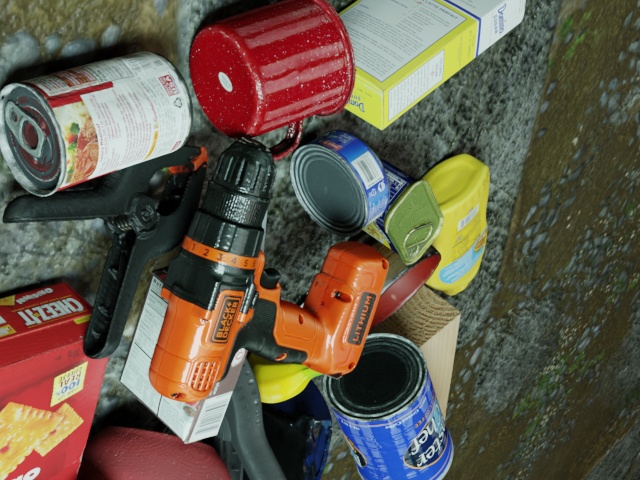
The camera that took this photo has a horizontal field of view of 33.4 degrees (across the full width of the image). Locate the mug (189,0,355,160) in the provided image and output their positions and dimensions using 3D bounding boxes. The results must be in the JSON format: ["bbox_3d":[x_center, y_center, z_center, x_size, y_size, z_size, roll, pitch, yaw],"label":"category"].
[{"bbox_3d":[-0.036,-0.109,0.743,0.081,0.093,0.117,-25,132,-34],"label":"mug"}]

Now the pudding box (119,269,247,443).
[{"bbox_3d":[-0.107,0.090,0.846,0.039,0.090,0.114,-9,128,-50],"label":"pudding box"}]

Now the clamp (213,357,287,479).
[{"bbox_3d":[-0.076,0.155,0.906,0.036,0.165,0.210,-20,96,-27],"label":"clamp"}]

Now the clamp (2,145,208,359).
[{"bbox_3d":[-0.128,-0.004,0.720,0.171,0.039,0.120,-39,123,-45],"label":"clamp"}]

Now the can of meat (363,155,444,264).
[{"bbox_3d":[0.056,-0.035,0.962,0.057,0.084,0.102,-50,151,-8],"label":"can of meat"}]

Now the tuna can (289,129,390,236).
[{"bbox_3d":[0.017,-0.048,0.889,0.033,0.086,0.086,-35,145,-34],"label":"tuna can"}]

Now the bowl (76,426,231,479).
[{"bbox_3d":[-0.137,0.189,0.877,0.162,0.162,0.055,43,54,-61],"label":"bowl"}]

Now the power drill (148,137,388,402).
[{"bbox_3d":[-0.031,0.028,0.772,0.187,0.057,0.184,11,101,-49],"label":"power drill"}]

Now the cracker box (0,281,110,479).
[{"bbox_3d":[-0.240,0.147,0.728,0.163,0.072,0.214,-17,134,-48],"label":"cracker box"}]

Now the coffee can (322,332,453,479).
[{"bbox_3d":[0.069,0.175,1.057,0.102,0.103,0.140,-42,137,-21],"label":"coffee can"}]

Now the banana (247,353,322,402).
[{"bbox_3d":[-0.036,0.114,0.944,0.069,0.198,0.037,-12,95,-8],"label":"banana"}]

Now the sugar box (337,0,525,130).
[{"bbox_3d":[0.074,-0.165,0.843,0.176,0.093,0.048,-37,147,-28],"label":"sugar box"}]

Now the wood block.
[{"bbox_3d":[0.086,0.145,1.190,0.090,0.090,0.206,-37,147,-29],"label":"wood block"}]

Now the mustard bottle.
[{"bbox_3d":[0.140,-0.001,1.148,0.096,0.058,0.191,-43,149,-22],"label":"mustard bottle"}]

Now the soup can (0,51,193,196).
[{"bbox_3d":[-0.137,-0.074,0.654,0.102,0.069,0.068,-25,140,-43],"label":"soup can"}]
